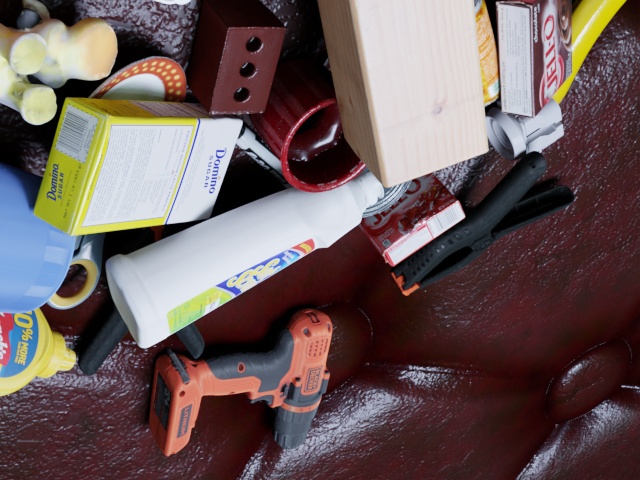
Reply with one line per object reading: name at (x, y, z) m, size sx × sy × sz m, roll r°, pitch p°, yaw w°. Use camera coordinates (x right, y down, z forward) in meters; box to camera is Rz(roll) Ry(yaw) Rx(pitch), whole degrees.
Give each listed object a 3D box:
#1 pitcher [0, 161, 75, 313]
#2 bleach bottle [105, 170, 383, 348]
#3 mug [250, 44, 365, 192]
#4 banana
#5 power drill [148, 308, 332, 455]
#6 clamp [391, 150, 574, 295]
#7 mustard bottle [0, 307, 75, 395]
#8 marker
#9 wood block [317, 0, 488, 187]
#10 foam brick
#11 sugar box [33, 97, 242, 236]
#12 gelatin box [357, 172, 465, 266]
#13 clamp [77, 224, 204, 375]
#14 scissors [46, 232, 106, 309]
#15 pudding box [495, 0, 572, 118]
pitcher at (-0.288, -0.010, 0.733) m, size 0.145 × 0.149 × 0.242 m, roll -13°, pitch 162°, yaw 35°
bleach bottle at (-0.056, 0.001, 0.913) m, size 0.250 × 0.068 × 0.103 m, roll -27°, pitch 164°, yaw -16°
mug at (-0.004, -0.110, 0.894) m, size 0.093 × 0.082 × 0.117 m, roll 2°, pitch 125°, yaw -35°
banana at (0.264, -0.210, 1.020) m, size 0.069 × 0.037 × 0.198 m, roll 23°, pitch 112°, yaw -43°
power drill at (-0.081, 0.161, 1.103) m, size 0.187 × 0.057 × 0.184 m, roll -11°, pitch 128°, yaw -30°
clamp at (0.163, -0.015, 1.098) m, size 0.210 × 0.036 × 0.164 m, roll -33°, pitch 158°, yaw 8°
mustard bottle at (-0.279, 0.076, 0.865) m, size 0.058 × 0.096 × 0.191 m, roll -24°, pitch 148°, yaw 32°
marker at (-0.053, -0.078, 0.935) m, size 0.020 × 0.020 × 0.121 m, roll -43°, pitch 138°, yaw 6°
wood block at (0.055, -0.155, 0.772) m, size 0.090 × 0.090 × 0.206 m, roll -20°, pitch 128°, yaw -10°
foam brick at (-0.068, -0.146, 0.842) m, size 0.052 × 0.051 × 0.078 m, roll -6°, pitch 129°, yaw -31°
sugar box at (-0.135, -0.059, 0.819) m, size 0.176 × 0.048 × 0.093 m, roll -12°, pitch 126°, yaw -64°
gelatin box at (0.082, -0.027, 1.032) m, size 0.089 × 0.073 × 0.030 m, roll -34°, pitch 137°, yaw -2°
clamp at (-0.148, 0.052, 0.972) m, size 0.120 × 0.039 × 0.172 m, roll -3°, pitch 127°, yaw -35°
scissors at (-0.175, -0.011, 0.909) m, size 0.201 × 0.016 × 0.096 m, roll -28°, pitch 126°, yaw -11°
pudding box at (0.194, -0.180, 0.961) m, size 0.089 × 0.039 × 0.113 m, roll -47°, pitch 138°, yaw -40°
